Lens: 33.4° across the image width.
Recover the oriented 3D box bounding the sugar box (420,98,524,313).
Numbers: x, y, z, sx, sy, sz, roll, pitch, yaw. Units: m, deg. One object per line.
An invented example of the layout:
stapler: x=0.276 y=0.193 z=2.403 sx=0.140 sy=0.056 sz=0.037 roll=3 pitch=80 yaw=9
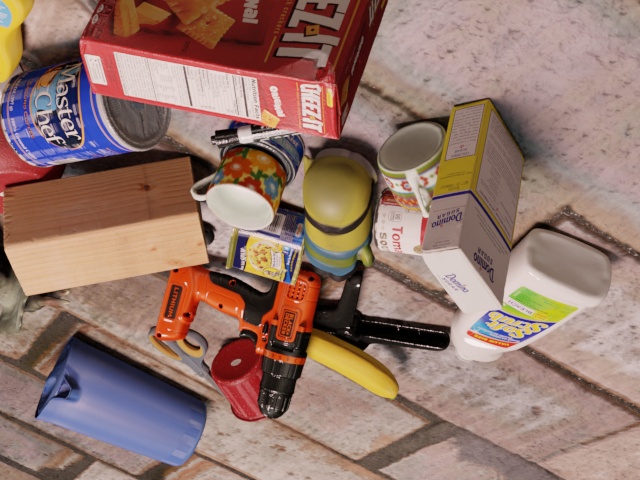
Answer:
sugar box: x=0.141 y=-0.032 z=0.968 sx=0.048 sy=0.176 sz=0.093 roll=-8 pitch=138 yaw=34

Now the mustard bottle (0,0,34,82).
mustard bottle: x=-0.323 y=-0.235 z=1.017 sx=0.096 sy=0.058 sz=0.192 roll=30 pitch=145 yaw=-7

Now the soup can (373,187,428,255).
soup can: x=0.112 y=-0.017 z=1.101 sx=0.102 sy=0.068 sz=0.068 roll=8 pitch=144 yaw=18

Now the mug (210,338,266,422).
mug: x=-0.106 y=0.185 z=1.484 sx=0.117 sy=0.093 sz=0.081 roll=37 pitch=162 yaw=49

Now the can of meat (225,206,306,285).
can of meat: x=-0.058 y=0.001 z=1.219 sx=0.084 sy=0.057 sz=0.102 roll=17 pitch=146 yaw=0

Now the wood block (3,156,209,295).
wood block: x=-0.235 y=-0.016 z=1.176 sx=0.206 sy=0.091 sz=0.090 roll=-10 pitch=142 yaw=-4

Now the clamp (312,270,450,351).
clamp: x=0.035 y=0.100 z=1.327 sx=0.210 sy=0.036 sz=0.164 roll=-14 pitch=135 yaw=43

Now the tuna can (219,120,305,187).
tuna can: x=-0.062 y=-0.091 z=1.112 sx=0.086 sy=0.033 sz=0.086 roll=13 pitch=145 yaw=9

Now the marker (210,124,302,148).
marker: x=-0.049 y=-0.109 z=1.058 sx=0.121 sy=0.020 sz=0.020 roll=-10 pitch=141 yaw=5

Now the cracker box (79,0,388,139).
cracker box: x=-0.066 y=-0.182 z=0.871 sx=0.214 sy=0.164 sz=0.072 roll=12 pitch=147 yaw=11

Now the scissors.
scissors: x=-0.166 y=0.183 z=1.562 sx=0.096 sy=0.016 sz=0.201 roll=-18 pitch=131 yaw=42

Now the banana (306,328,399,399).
banana: x=0.028 y=0.153 z=1.339 sx=0.197 sy=0.037 sz=0.070 roll=32 pitch=148 yaw=-15

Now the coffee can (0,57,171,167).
coffee can: x=-0.237 y=-0.133 z=1.078 sx=0.141 sy=0.102 sz=0.102 roll=-6 pitch=139 yaw=32

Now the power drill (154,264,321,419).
power drill: x=-0.103 y=0.109 z=1.303 sx=0.188 sy=0.184 sz=0.057 roll=14 pitch=180 yaw=11

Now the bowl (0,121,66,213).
bowl: x=-0.352 y=-0.076 z=1.190 sx=0.162 sy=0.055 sz=0.162 roll=-13 pitch=155 yaw=-6

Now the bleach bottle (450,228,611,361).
bleach bottle: x=0.218 y=0.080 z=1.190 sx=0.102 sy=0.068 sz=0.251 roll=23 pitch=148 yaw=-4

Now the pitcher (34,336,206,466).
pitcher: x=-0.305 y=0.252 z=1.643 sx=0.242 sy=0.149 sz=0.145 roll=27 pitch=130 yaw=-16
